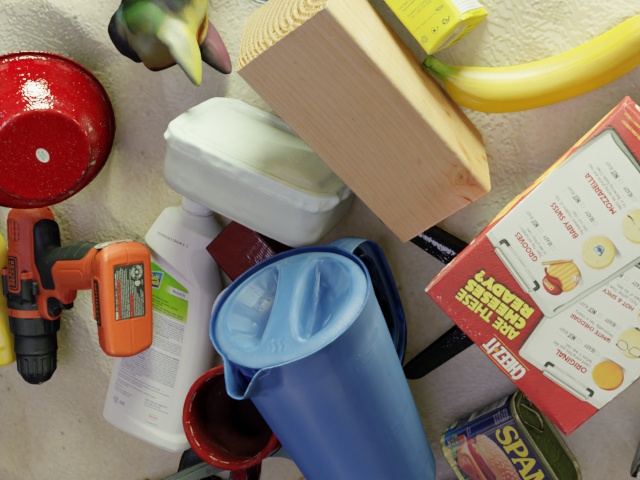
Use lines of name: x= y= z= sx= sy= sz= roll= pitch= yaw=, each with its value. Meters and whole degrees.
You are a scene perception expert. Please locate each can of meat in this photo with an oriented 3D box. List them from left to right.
can of meat: x=0.168 y=0.193 z=0.949 sx=0.084 sy=0.057 sz=0.102 roll=-32 pitch=91 yaw=28

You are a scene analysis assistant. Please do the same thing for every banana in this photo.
banana: x=0.185 y=-0.137 z=0.848 sx=0.198 sy=0.069 sz=0.037 roll=-11 pitch=62 yaw=15

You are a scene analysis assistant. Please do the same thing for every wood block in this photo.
wood block: x=0.037 y=-0.108 z=0.847 sx=0.091 sy=0.090 sz=0.206 roll=-32 pitch=120 yaw=25

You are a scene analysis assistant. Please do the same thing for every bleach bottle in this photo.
bleach bottle: x=-0.135 y=0.071 z=1.023 sx=0.103 sy=0.068 sz=0.251 roll=21 pitch=109 yaw=15

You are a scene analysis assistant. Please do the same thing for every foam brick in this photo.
foam brick: x=-0.056 y=0.001 z=0.965 sx=0.053 sy=0.078 sz=0.051 roll=49 pitch=116 yaw=2

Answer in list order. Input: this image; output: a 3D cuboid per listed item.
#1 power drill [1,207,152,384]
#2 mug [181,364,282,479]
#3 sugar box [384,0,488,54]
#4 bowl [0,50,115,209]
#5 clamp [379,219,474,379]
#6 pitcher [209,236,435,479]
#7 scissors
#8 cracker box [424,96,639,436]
power drill: x=-0.240 y=0.061 z=1.027 sx=0.188 sy=0.057 sz=0.184 roll=7 pitch=103 yaw=41
mug: x=-0.068 y=0.171 z=0.978 sx=0.093 sy=0.081 sz=0.117 roll=-7 pitch=84 yaw=14
sugar box: x=0.055 y=-0.231 z=0.851 sx=0.048 sy=0.093 sz=0.176 roll=-42 pitch=87 yaw=25
bowl: x=-0.261 y=-0.089 z=0.976 sx=0.162 sy=0.055 sz=0.162 roll=-12 pitch=124 yaw=-19
clamp: x=0.153 y=0.055 z=0.925 sx=0.210 sy=0.036 sz=0.164 roll=5 pitch=112 yaw=19
pitcher: x=0.020 y=0.125 z=0.897 sx=0.149 sy=0.145 sz=0.242 roll=-23 pitch=126 yaw=4
scissors: x=-0.062 y=0.184 z=1.028 sx=0.202 sy=0.016 sz=0.096 roll=-6 pitch=94 yaw=6
cracker box: x=0.216 y=0.020 z=0.834 sx=0.164 sy=0.072 sz=0.214 roll=46 pitch=112 yaw=4
